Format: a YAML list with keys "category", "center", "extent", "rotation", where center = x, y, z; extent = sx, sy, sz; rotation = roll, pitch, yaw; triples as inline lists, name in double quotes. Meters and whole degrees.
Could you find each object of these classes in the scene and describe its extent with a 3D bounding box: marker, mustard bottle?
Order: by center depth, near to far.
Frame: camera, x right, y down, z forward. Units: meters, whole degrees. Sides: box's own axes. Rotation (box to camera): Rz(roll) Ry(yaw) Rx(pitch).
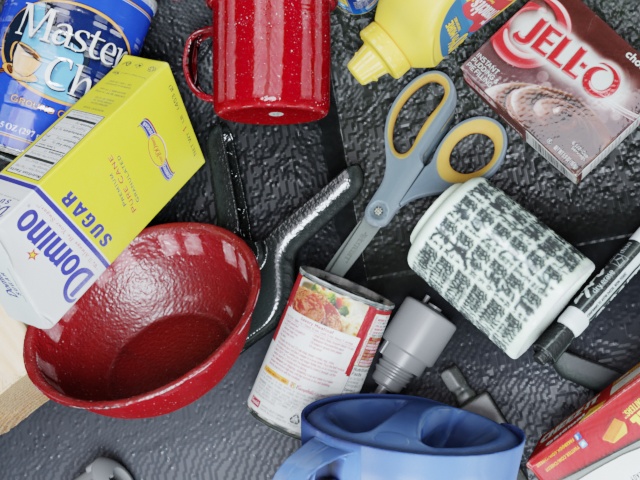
- category: "marker"
  center: [0.180, 0.036, 0.696]
  extent: [0.020, 0.020, 0.121]
  rotation: [42, 74, 13]
- category: "mustard bottle"
  center: [0.097, -0.172, 0.718]
  extent: [0.191, 0.096, 0.058]
  rotation: [-39, 78, 3]

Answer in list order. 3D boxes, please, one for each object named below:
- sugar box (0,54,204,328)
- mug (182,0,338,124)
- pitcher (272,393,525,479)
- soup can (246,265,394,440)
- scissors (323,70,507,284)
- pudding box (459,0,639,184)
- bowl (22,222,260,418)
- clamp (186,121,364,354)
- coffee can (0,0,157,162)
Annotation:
- category: "sugar box"
  center: [-0.153, -0.034, 0.707]
  extent: [0.048, 0.093, 0.176]
  rotation: [13, 51, 30]
- category: "mug"
  center: [-0.045, -0.126, 0.747]
  extent: [0.117, 0.093, 0.081]
  rotation: [-1, 87, 22]
- category: "pitcher"
  center: [0.037, 0.220, 0.638]
  extent: [0.149, 0.145, 0.243]
  rotation: [5, 95, 0]
- category: "soup can"
  center: [-0.001, 0.076, 0.712]
  extent: [0.068, 0.068, 0.102]
  rotation: [23, 95, 13]
- category: "scissors"
  center: [0.062, -0.020, 0.745]
  extent: [0.096, 0.016, 0.202]
  rotation: [21, 87, 13]
- category: "pudding box"
  center: [0.165, -0.108, 0.726]
  extent: [0.090, 0.039, 0.113]
  rotation: [-44, 77, 2]
- category: "bowl"
  center: [-0.108, 0.061, 0.696]
  extent: [0.162, 0.055, 0.162]
  rotation: [-13, 40, 10]
- category: "clamp"
  center: [-0.055, 0.001, 0.754]
  extent: [0.120, 0.039, 0.171]
  rotation: [28, 90, 25]
- category: "coffee can"
  center: [-0.187, -0.121, 0.763]
  extent: [0.103, 0.102, 0.140]
  rotation: [17, 86, 12]
